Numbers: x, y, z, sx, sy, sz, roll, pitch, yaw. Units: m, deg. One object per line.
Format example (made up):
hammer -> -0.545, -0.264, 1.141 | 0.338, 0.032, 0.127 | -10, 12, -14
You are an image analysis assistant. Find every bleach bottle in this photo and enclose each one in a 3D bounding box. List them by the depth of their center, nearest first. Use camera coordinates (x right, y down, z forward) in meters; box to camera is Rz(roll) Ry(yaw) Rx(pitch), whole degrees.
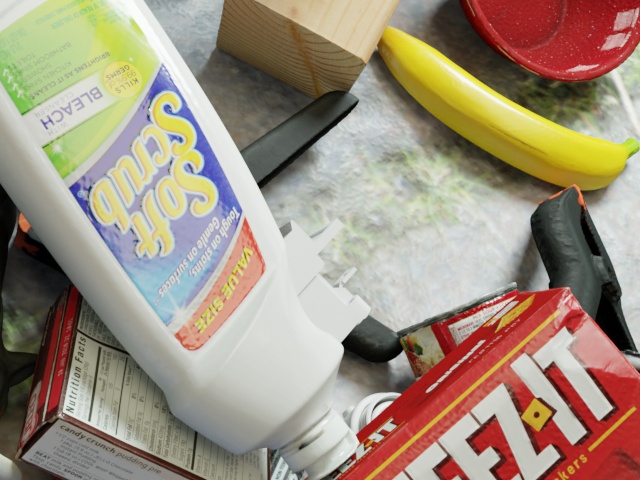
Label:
bleach bottle -> -0.063, -0.009, 0.464 | 0.102, 0.068, 0.251 | -36, 89, -23

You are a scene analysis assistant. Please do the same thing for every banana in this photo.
banana -> 0.122, -0.078, 0.699 | 0.197, 0.037, 0.069 | 25, 30, -9

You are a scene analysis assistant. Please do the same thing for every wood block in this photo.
wood block -> 0.025, -0.199, 0.653 | 0.090, 0.091, 0.206 | 28, 76, -4

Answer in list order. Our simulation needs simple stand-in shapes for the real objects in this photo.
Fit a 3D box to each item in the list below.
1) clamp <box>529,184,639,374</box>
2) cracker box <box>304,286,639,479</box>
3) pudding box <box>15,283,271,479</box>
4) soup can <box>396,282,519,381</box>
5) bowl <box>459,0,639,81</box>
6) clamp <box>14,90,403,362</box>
clamp -> 0.158, 0.038, 0.619 | 0.120, 0.039, 0.171 | 56, 25, -29
cracker box -> 0.109, 0.153, 0.473 | 0.164, 0.072, 0.213 | -39, 90, -11
pudding box -> -0.075, 0.077, 0.484 | 0.113, 0.039, 0.090 | 30, 32, -24
soup can -> 0.090, 0.081, 0.553 | 0.068, 0.069, 0.102 | -19, 82, -30
bowl -> 0.150, -0.182, 0.740 | 0.161, 0.055, 0.162 | 3, 82, -23
clamp -> -0.054, 0.001, 0.576 | 0.209, 0.036, 0.164 | -9, 70, -23
